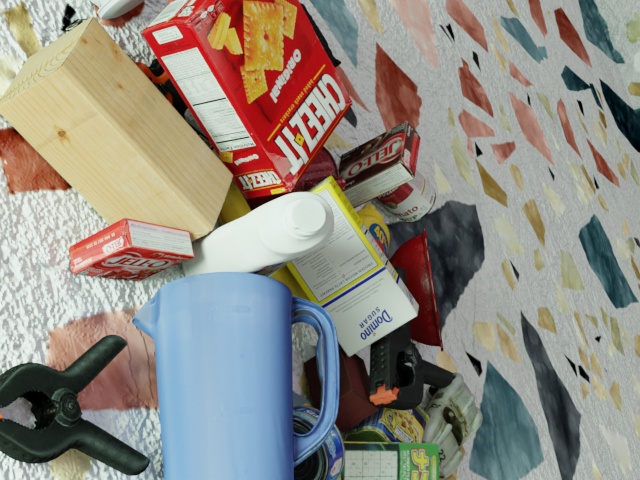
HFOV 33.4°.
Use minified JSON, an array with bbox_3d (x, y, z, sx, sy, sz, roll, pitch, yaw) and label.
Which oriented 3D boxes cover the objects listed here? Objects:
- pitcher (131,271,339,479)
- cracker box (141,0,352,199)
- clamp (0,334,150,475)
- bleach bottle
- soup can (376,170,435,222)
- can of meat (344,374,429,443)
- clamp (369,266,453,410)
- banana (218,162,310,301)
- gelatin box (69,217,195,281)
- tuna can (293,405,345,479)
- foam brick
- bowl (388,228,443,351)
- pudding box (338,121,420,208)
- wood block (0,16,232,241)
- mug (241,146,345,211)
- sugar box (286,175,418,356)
[{"bbox_3d":[-0.073,0.158,0.956,0.144,0.149,0.243,25,52,-49],"label":"pitcher"},{"bbox_3d":[-0.066,-0.177,1.104,0.213,0.072,0.164,59,45,-29],"label":"cracker box"},{"bbox_3d":[-0.204,0.145,0.855,0.171,0.039,0.120,-10,74,-53],"label":"clamp"},{"bbox_3d":[-0.055,0.001,0.980,0.102,0.251,0.068,-21,88,-20],"label":"bleach bottle"},{"bbox_3d":[0.106,-0.077,1.483,0.102,0.069,0.068,39,40,-40],"label":"soup can"},{"bbox_3d":[0.076,0.219,1.236,0.102,0.058,0.084,50,36,-26],"label":"can of meat"},{"bbox_3d":[0.093,0.125,1.229,0.164,0.036,0.209,66,24,-4],"label":"clamp"},{"bbox_3d":[-0.067,0.005,1.176,0.198,0.037,0.069,60,32,-11],"label":"banana"},{"bbox_3d":[-0.171,0.011,0.967,0.089,0.073,0.030,11,61,-56],"label":"gelatin box"},{"bbox_3d":[-0.020,0.210,1.057,0.033,0.086,0.086,-16,83,-58],"label":"tuna can"},{"bbox_3d":[0.022,0.161,1.174,0.051,0.053,0.078,42,22,-37],"label":"foam brick"},{"bbox_3d":[0.121,0.067,1.381,0.162,0.055,0.162,-8,90,-84],"label":"bowl"},{"bbox_3d":[0.074,-0.097,1.398,0.039,0.114,0.090,46,35,-25],"label":"pudding box"},{"bbox_3d":[-0.187,-0.090,0.996,0.206,0.091,0.090,49,34,-27],"label":"wood block"},{"bbox_3d":[-0.028,-0.065,1.217,0.081,0.117,0.093,-16,111,-55],"label":"mug"},{"bbox_3d":[0.022,0.028,1.161,0.176,0.093,0.048,56,14,-8],"label":"sugar box"}]
